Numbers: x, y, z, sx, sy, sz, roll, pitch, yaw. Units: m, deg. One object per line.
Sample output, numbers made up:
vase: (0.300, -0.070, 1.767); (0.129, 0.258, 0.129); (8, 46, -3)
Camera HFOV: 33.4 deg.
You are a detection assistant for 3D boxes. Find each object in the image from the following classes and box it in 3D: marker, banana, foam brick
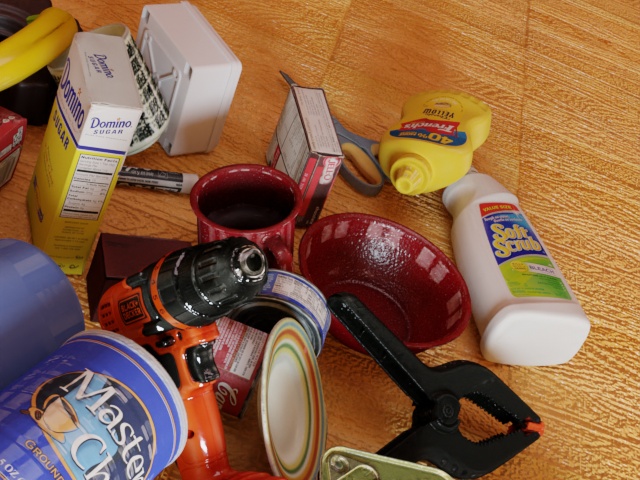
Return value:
marker: (-0.171, -0.058, 0.967); (0.121, 0.020, 0.020); (6, 41, -23)
banana: (-0.252, -0.162, 0.912); (0.037, 0.070, 0.197); (60, 21, -20)
foam brick: (-0.142, 0.032, 0.851); (0.078, 0.051, 0.053); (7, 40, -23)

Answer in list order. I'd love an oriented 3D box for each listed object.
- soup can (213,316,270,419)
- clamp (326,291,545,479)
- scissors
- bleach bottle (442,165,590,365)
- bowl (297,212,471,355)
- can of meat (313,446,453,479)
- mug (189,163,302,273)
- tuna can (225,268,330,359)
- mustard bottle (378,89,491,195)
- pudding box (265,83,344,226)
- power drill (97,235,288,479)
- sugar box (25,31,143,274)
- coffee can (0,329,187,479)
soup can: (-0.093, 0.084, 0.803); (0.102, 0.069, 0.068); (23, 38, -2)
clamp: (0.085, 0.145, 0.833); (0.209, 0.036, 0.164); (21, 66, -24)
scissors: (0.030, -0.119, 1.153); (0.096, 0.016, 0.202); (1, 44, -31)
bleach bottle: (0.169, 0.010, 1.043); (0.102, 0.068, 0.251); (6, 39, -21)
bowl: (0.048, 0.049, 0.932); (0.162, 0.055, 0.162); (15, 39, -13)
can of meat: (0.033, 0.195, 0.728); (0.102, 0.084, 0.057); (15, 39, -13)
mug: (-0.056, 0.001, 0.893); (0.093, 0.081, 0.117); (-23, 47, -27)
tuna can: (-0.037, 0.065, 0.842); (0.086, 0.086, 0.033); (23, 39, -3)
mustard bottle: (0.112, -0.097, 1.107); (0.096, 0.058, 0.191); (12, 32, 16)
pudding box: (-0.016, -0.082, 1.023); (0.039, 0.090, 0.113); (7, 41, -22)
power drill: (-0.069, 0.097, 0.687); (0.057, 0.185, 0.187); (-15, 86, -36)
sugar box: (-0.190, -0.066, 0.836); (0.048, 0.176, 0.093); (3, 43, -26)
coffee can: (-0.159, 0.130, 0.627); (0.103, 0.103, 0.140); (34, 37, 12)
